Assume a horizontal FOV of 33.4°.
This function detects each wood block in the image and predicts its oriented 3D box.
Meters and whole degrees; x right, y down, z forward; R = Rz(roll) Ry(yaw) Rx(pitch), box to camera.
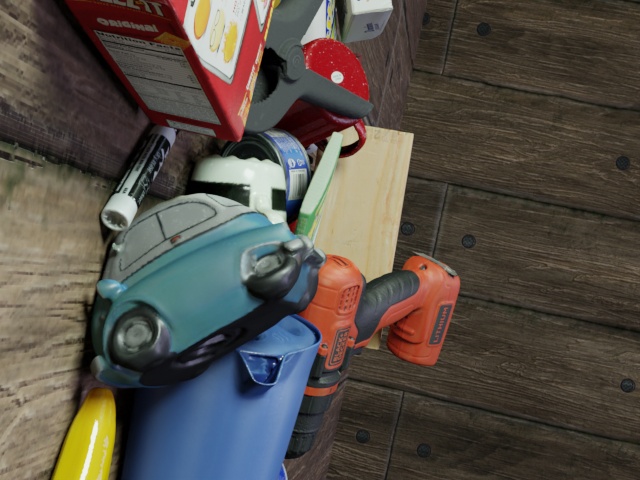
[{"bbox_3d":[0.031,-0.009,1.042,0.091,0.090,0.206,-48,148,-84],"label":"wood block"}]

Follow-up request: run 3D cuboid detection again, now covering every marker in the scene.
[{"bbox_3d":[-0.112,-0.052,0.696,0.121,0.020,0.020,-71,170,-46],"label":"marker"}]

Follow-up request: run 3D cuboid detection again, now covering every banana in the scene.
[{"bbox_3d":[-0.159,0.174,0.627,0.197,0.037,0.070,-69,169,-52],"label":"banana"}]

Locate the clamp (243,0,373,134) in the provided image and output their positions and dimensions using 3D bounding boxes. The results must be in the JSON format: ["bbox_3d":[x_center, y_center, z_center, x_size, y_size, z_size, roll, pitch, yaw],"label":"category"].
[{"bbox_3d":[-0.029,-0.148,0.803,0.209,0.036,0.164,-27,124,-44],"label":"clamp"}]

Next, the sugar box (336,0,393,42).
[{"bbox_3d":[0.031,-0.289,1.024,0.093,0.048,0.176,133,-54,-82],"label":"sugar box"}]

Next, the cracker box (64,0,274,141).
[{"bbox_3d":[-0.074,-0.169,0.598,0.213,0.072,0.164,68,35,-76],"label":"cracker box"}]

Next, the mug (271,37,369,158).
[{"bbox_3d":[-0.005,-0.119,0.942,0.117,0.082,0.093,50,48,-22],"label":"mug"}]

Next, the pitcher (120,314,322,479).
[{"bbox_3d":[-0.093,0.163,0.829,0.149,0.145,0.243,-15,121,-68],"label":"pitcher"}]

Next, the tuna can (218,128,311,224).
[{"bbox_3d":[-0.050,-0.052,0.905,0.033,0.086,0.086,-9,114,-49],"label":"tuna can"}]

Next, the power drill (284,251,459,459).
[{"bbox_3d":[0.037,0.090,0.927,0.187,0.057,0.184,-13,125,-49],"label":"power drill"}]
